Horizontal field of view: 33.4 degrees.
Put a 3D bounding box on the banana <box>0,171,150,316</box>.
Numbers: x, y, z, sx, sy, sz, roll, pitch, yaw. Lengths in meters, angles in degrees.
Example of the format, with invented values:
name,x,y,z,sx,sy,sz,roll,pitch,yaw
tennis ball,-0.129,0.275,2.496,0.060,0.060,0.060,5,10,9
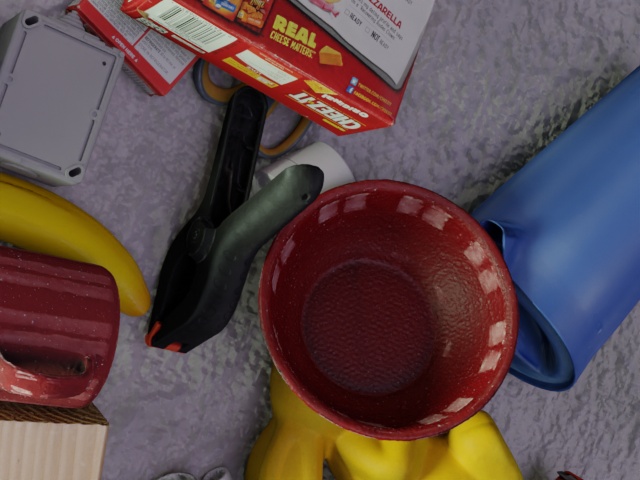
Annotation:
name,x,y,z,sx,sy,sz,roll,pitch,yaw
banana,-0.183,-0.006,0.618,0.197,0.037,0.070,15,120,-25

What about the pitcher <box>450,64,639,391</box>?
name,x,y,z,sx,sy,sz,roll,pitch,yaw
pitcher,0.199,-0.013,0.764,0.242,0.149,0.145,-43,93,-18

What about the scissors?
name,x,y,z,sx,sy,sz,roll,pitch,yaw
scissors,-0.016,-0.153,0.686,0.096,0.016,0.202,21,89,-28

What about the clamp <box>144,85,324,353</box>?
name,x,y,z,sx,sy,sz,roll,pitch,yaw
clamp,-0.054,0.001,0.634,0.039,0.120,0.171,16,105,-25

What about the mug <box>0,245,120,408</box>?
name,x,y,z,sx,sy,sz,roll,pitch,yaw
mug,-0.156,0.051,0.573,0.081,0.117,0.093,13,103,-30

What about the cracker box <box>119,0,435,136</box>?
name,x,y,z,sx,sy,sz,roll,pitch,yaw
cracker box,-0.003,-0.193,0.630,0.164,0.072,0.213,26,75,-29

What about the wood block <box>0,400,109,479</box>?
name,x,y,z,sx,sy,sz,roll,pitch,yaw
wood block,-0.190,0.190,0.614,0.090,0.090,0.206,7,96,-27

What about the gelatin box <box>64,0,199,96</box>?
name,x,y,z,sx,sy,sz,roll,pitch,yaw
gelatin box,-0.095,-0.143,0.640,0.073,0.030,0.089,46,75,-25

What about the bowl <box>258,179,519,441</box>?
name,x,y,z,sx,sy,sz,roll,pitch,yaw
bowl,0.037,0.046,0.658,0.162,0.055,0.162,4,71,-12
